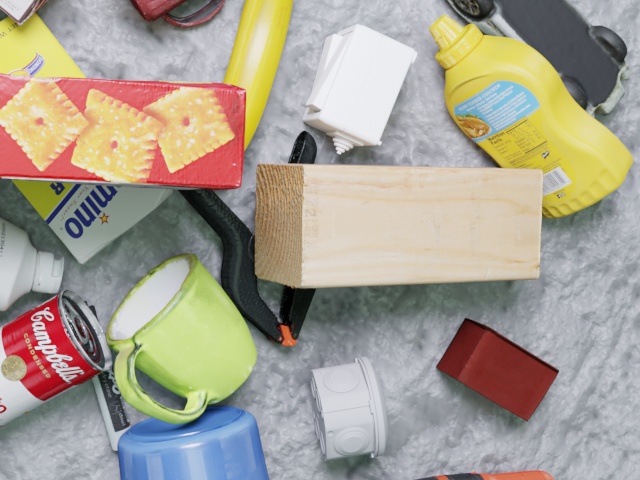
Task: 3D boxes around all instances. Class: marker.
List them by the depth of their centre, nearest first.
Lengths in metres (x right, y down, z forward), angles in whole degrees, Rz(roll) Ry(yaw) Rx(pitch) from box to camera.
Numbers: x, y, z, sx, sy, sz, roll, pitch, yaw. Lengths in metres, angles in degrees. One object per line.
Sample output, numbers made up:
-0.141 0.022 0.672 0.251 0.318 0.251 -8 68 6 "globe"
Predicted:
-0.171 0.106 0.838 0.020 0.020 0.121 -16 99 -12 "marker"

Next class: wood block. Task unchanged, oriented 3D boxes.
0.060 -0.014 0.828 0.205 0.091 0.090 -1 94 -26 "wood block"

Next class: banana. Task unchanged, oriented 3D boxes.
-0.054 -0.143 0.821 0.037 0.069 0.198 15 91 13 "banana"

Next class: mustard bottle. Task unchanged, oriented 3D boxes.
0.157 -0.106 0.862 0.191 0.096 0.058 45 56 -12 "mustard bottle"

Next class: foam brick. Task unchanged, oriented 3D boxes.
0.148 0.108 0.900 0.078 0.053 0.051 31 87 -13 "foam brick"

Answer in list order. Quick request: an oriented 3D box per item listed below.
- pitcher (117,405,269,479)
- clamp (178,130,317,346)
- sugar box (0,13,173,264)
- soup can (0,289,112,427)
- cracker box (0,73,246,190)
-0.076 0.255 0.827 0.145 0.149 0.243 -8 94 7 "pitcher"
-0.056 0.001 0.848 0.120 0.039 0.171 -5 92 -13 "clamp"
-0.200 -0.078 0.802 0.093 0.048 0.176 -40 101 -8 "sugar box"
-0.216 0.089 0.791 0.102 0.068 0.068 -28 101 5 "soup can"
-0.170 -0.074 0.702 0.213 0.164 0.072 3 94 -17 "cracker box"
